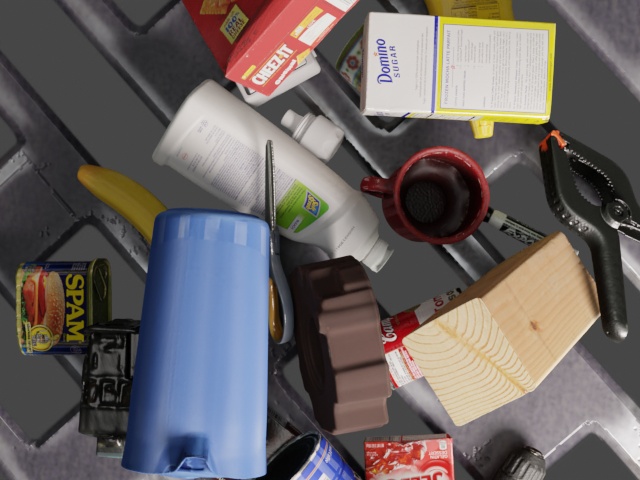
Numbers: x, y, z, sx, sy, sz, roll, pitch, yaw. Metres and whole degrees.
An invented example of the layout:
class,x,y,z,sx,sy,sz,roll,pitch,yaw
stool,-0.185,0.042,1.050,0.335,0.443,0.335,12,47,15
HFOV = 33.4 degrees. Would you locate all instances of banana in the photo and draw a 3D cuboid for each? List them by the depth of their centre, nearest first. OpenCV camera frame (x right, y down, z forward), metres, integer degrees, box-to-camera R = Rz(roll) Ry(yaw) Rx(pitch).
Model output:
class,x,y,z,sx,sy,sz,roll,pitch,yaw
banana,-0.172,-0.003,1.088,0.069,0.037,0.198,-27,83,-33

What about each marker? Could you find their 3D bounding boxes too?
class,x,y,z,sx,sy,sz,roll,pitch,yaw
marker,0.199,-0.009,1.066,0.121,0.020,0.020,27,93,5

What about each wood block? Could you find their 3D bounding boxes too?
class,x,y,z,sx,sy,sz,roll,pitch,yaw
wood block,0.173,0.073,0.967,0.090,0.205,0.091,-34,86,35

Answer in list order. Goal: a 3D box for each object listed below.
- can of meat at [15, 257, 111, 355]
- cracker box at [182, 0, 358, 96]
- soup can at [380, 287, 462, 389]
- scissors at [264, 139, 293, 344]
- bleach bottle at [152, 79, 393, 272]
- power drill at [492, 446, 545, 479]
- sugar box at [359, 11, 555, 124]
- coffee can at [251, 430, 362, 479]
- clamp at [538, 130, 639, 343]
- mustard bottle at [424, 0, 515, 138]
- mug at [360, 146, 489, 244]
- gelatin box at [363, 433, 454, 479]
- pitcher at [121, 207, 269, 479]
class,x,y,z,sx,sy,sz,roll,pitch,yaw
can of meat,-0.264,0.069,1.098,0.084,0.057,0.102,-1,89,9
cracker box,-0.058,-0.269,1.001,0.164,0.072,0.214,-44,56,22
soup can,0.104,0.096,1.052,0.102,0.068,0.068,-24,88,5
scissors,-0.057,0.001,1.051,0.016,0.096,0.202,-12,100,-28
bleach bottle,-0.040,-0.049,1.066,0.251,0.068,0.103,37,126,-1
power drill,0.141,0.272,0.991,0.057,0.187,0.184,30,91,26
sugar box,0.126,-0.160,0.995,0.176,0.048,0.093,3,89,-3
coffee can,0.007,0.266,1.014,0.103,0.103,0.140,-42,99,5
clamp,0.273,-0.012,1.021,0.164,0.036,0.210,-35,80,-31
mustard bottle,0.151,-0.197,1.051,0.096,0.058,0.191,-6,89,-4
mug,0.095,-0.042,1.035,0.117,0.081,0.093,9,86,-9
gelatin box,0.090,0.234,1.072,0.089,0.030,0.073,-3,90,7
pitcher,-0.110,0.097,0.998,0.149,0.144,0.243,-1,83,41
